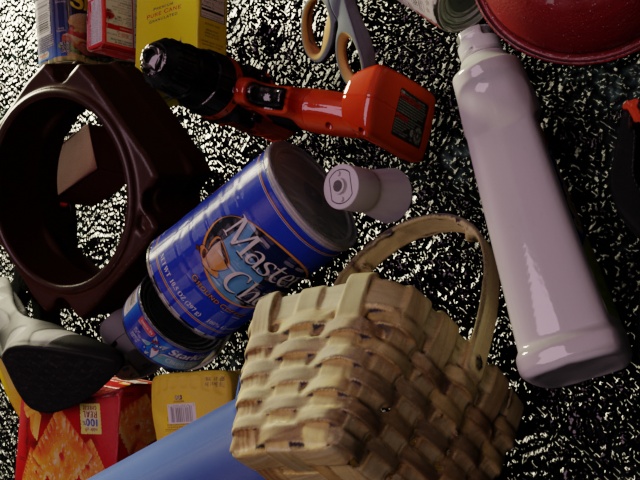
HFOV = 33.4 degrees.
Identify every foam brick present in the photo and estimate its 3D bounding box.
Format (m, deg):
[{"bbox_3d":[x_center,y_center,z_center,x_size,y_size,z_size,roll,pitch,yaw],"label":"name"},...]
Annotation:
[{"bbox_3d":[-0.231,-0.075,1.075,0.078,0.051,0.053,-29,66,36],"label":"foam brick"}]

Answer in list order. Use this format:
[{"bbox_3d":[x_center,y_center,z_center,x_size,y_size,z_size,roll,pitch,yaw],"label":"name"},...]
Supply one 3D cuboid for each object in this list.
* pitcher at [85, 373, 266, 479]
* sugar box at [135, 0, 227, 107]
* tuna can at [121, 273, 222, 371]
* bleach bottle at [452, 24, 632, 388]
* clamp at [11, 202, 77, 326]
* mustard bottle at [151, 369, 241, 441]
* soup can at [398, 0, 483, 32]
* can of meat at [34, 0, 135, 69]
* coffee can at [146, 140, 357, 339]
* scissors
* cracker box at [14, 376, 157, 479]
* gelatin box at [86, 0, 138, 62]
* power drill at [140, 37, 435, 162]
[{"bbox_3d":[-0.092,0.216,0.826,0.243,0.144,0.149,-27,63,16],"label":"pitcher"},{"bbox_3d":[-0.132,-0.221,1.006,0.094,0.048,0.176,-8,81,41],"label":"sugar box"},{"bbox_3d":[-0.126,0.069,0.913,0.034,0.085,0.086,-46,57,30],"label":"tuna can"},{"bbox_3d":[0.135,-0.032,0.709,0.068,0.102,0.251,-20,71,17],"label":"bleach bottle"},{"bbox_3d":[-0.293,0.052,1.125,0.165,0.036,0.210,39,114,36],"label":"clamp"},{"bbox_3d":[-0.101,0.210,0.921,0.096,0.058,0.191,-9,79,34],"label":"mustard bottle"},{"bbox_3d":[0.079,-0.207,0.802,0.102,0.068,0.068,42,113,36],"label":"soup can"},{"bbox_3d":[-0.233,-0.204,1.059,0.058,0.101,0.084,-13,79,40],"label":"can of meat"},{"bbox_3d":[-0.056,0.001,0.862,0.140,0.102,0.103,-37,62,23],"label":"coffee can"},{"bbox_3d":[0.025,-0.190,0.818,0.096,0.016,0.202,55,155,13],"label":"scissors"},{"bbox_3d":[-0.224,0.235,1.020,0.164,0.071,0.214,2,87,42],"label":"cracker box"},{"bbox_3d":[-0.191,-0.221,1.041,0.030,0.073,0.089,-10,79,42],"label":"gelatin box"},{"bbox_3d":[-0.021,-0.109,0.816,0.188,0.184,0.057,13,90,33],"label":"power drill"}]
